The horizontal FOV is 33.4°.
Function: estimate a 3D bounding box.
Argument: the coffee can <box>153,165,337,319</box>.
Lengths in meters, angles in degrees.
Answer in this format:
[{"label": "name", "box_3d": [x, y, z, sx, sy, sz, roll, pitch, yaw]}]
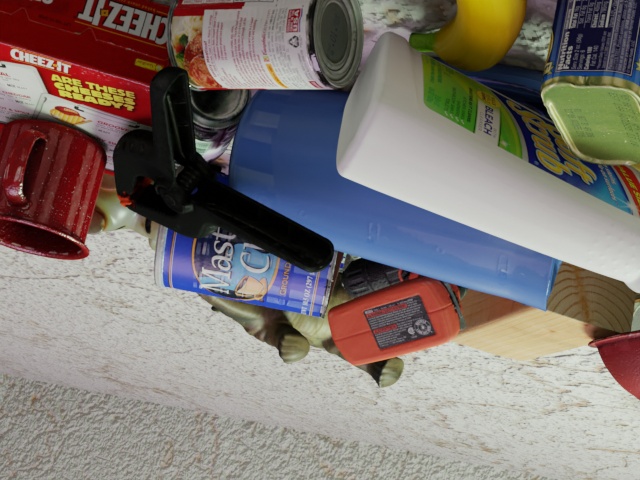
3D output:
[{"label": "coffee can", "box_3d": [-0.056, 0.001, 0.874, 0.140, 0.103, 0.103, 11, 164, 1]}]

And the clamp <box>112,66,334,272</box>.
[{"label": "clamp", "box_3d": [-0.096, -0.048, 0.733, 0.210, 0.036, 0.164, 7, 139, 53]}]

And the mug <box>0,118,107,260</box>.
[{"label": "mug", "box_3d": [-0.208, -0.042, 0.786, 0.093, 0.081, 0.117, 10, 163, 6]}]

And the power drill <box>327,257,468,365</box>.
[{"label": "power drill", "box_3d": [0.074, 0.038, 0.910, 0.185, 0.057, 0.187, -21, -168, 29]}]

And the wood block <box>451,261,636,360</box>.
[{"label": "wood block", "box_3d": [0.204, 0.049, 1.002, 0.090, 0.091, 0.206, 17, 164, -11]}]

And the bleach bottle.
[{"label": "bleach bottle", "box_3d": [0.136, -0.033, 0.629, 0.250, 0.102, 0.068, 22, 125, -9]}]

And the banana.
[{"label": "banana", "box_3d": [0.078, -0.136, 0.577, 0.070, 0.037, 0.198, 11, 164, 8]}]

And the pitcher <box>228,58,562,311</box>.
[{"label": "pitcher", "box_3d": [0.063, -0.049, 0.756, 0.243, 0.149, 0.145, 13, 179, 14]}]

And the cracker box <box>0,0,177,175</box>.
[{"label": "cracker box", "box_3d": [-0.194, -0.122, 0.789, 0.164, 0.072, 0.214, 15, 163, -10]}]

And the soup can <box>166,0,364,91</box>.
[{"label": "soup can", "box_3d": [-0.033, -0.125, 0.650, 0.102, 0.068, 0.068, 4, 161, 28]}]
